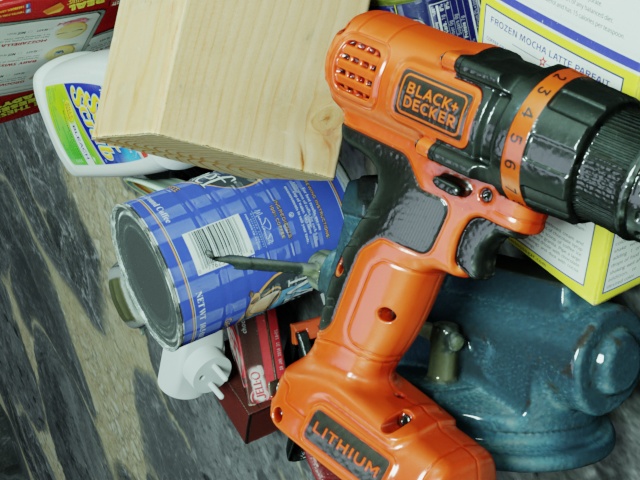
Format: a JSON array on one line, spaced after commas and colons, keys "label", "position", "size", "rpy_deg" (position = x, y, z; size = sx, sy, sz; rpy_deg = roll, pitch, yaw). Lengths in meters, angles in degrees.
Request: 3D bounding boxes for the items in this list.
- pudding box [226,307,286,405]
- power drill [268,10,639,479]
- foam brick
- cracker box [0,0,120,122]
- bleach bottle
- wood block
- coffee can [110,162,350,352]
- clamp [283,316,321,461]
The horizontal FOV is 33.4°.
[{"label": "pudding box", "position": [-0.055, 0.066, 0.850], "size": [0.113, 0.039, 0.090], "rpy_deg": [-118, 20, -69]}, {"label": "power drill", "position": [0.059, 0.019, 0.420], "size": [0.185, 0.057, 0.188], "rpy_deg": [32, 113, 38]}, {"label": "foam brick", "position": [-0.061, 0.127, 0.940], "size": [0.078, 0.052, 0.051], "rpy_deg": [54, 153, 29]}, {"label": "cracker box", "position": [-0.216, -0.180, 0.872], "size": [0.072, 0.164, 0.214], "rpy_deg": [66, 156, 9]}, {"label": "bleach bottle", "position": [-0.131, -0.097, 0.754], "size": [0.251, 0.068, 0.102], "rpy_deg": [2, 113, 61]}, {"label": "wood block", "position": [-0.031, -0.138, 0.496], "size": [0.090, 0.090, 0.206], "rpy_deg": [7, 85, 60]}, {"label": "coffee can", "position": [-0.055, 0.001, 0.713], "size": [0.103, 0.140, 0.103], "rpy_deg": [46, 148, 40]}, {"label": "clamp", "position": [-0.006, 0.136, 0.852], "size": [0.120, 0.039, 0.171], "rpy_deg": [23, 122, 59]}]
